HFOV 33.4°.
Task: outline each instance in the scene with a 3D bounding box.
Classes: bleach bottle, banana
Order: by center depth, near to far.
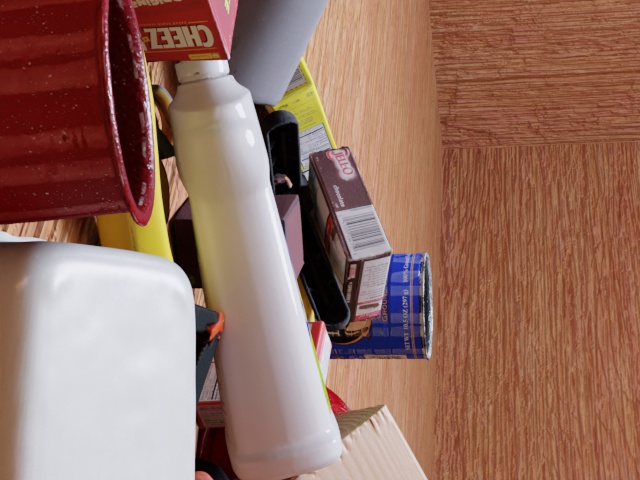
[{"bbox_3d":[-0.099,-0.016,0.575,0.198,0.037,0.069,87,1,-46],"label":"banana"},{"bbox_3d":[-0.047,0.008,0.637,0.102,0.068,0.251,-136,-146,-78],"label":"bleach bottle"}]

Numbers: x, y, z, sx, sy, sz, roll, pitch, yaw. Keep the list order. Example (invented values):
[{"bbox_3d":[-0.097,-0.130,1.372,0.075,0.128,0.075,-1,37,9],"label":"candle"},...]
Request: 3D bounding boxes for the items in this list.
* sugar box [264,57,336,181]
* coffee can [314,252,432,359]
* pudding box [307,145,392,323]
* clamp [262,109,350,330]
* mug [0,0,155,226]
[{"bbox_3d":[-0.024,-0.120,0.914,0.176,0.048,0.093,56,9,-68],"label":"sugar box"},{"bbox_3d":[0.034,0.064,1.023,0.102,0.140,0.103,-1,90,-79],"label":"coffee can"},{"bbox_3d":[0.019,-0.004,0.847,0.090,0.039,0.113,94,-18,-52],"label":"pudding box"},{"bbox_3d":[-0.022,-0.023,0.834,0.210,0.036,0.164,-140,-146,-78],"label":"clamp"},{"bbox_3d":[-0.109,-0.057,0.392,0.093,0.081,0.117,85,-1,-56],"label":"mug"}]
